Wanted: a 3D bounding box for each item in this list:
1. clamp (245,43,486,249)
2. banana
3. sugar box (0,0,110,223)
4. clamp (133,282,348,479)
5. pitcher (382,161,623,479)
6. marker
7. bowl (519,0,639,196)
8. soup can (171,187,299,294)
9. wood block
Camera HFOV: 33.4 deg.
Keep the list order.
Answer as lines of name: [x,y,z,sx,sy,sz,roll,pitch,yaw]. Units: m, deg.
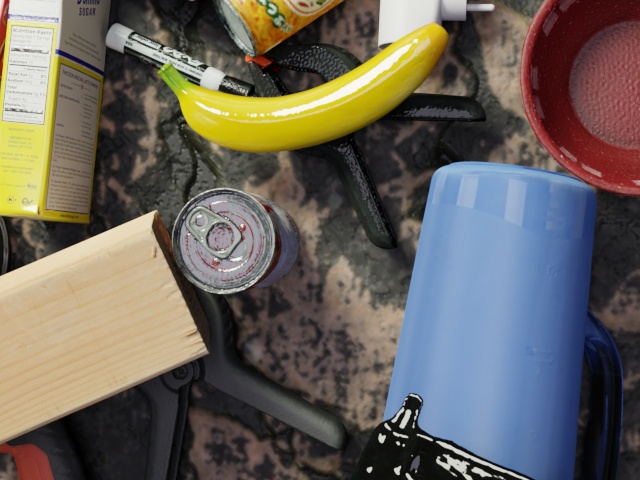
clamp: [0.027,-0.091,0.749,0.171,0.039,0.120,44,94,7]
banana: [-0.010,-0.096,0.712,0.198,0.037,0.069,-7,116,10]
sugar box: [-0.190,-0.102,0.756,0.048,0.093,0.176,3,89,8]
clamp: [-0.101,0.102,0.767,0.164,0.036,0.210,-35,82,6]
pitcher: [0.119,0.078,0.697,0.145,0.149,0.243,8,87,26]
marker: [-0.100,-0.127,0.779,0.121,0.020,0.020,25,93,8]
bowl: [0.214,-0.108,0.713,0.162,0.055,0.162,0,89,9]
soup can: [-0.055,0.001,0.728,0.068,0.102,0.068,0,89,8]
wood block: [-0.184,0.065,0.696,0.206,0.090,0.091,-23,101,-2]
